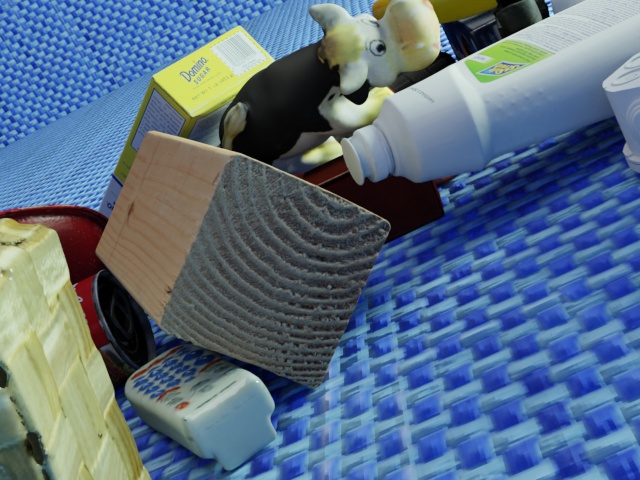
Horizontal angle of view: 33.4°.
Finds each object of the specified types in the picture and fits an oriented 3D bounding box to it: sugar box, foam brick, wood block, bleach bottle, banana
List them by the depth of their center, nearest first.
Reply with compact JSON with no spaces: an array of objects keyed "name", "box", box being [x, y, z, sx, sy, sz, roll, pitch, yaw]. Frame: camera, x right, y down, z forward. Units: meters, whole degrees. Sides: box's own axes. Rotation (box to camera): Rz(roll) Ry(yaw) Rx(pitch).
[{"name":"wood block","box":[-0.054,0.000,0.592,0.091,0.090,0.206,-67,22,0]},{"name":"bleach bottle","box":[0.128,-0.093,0.620,0.250,0.068,0.103,-23,20,-10]},{"name":"foam brick","box":[0.033,-0.030,0.672,0.078,0.051,0.053,-25,16,10]},{"name":"sugar box","box":[-0.102,-0.070,0.780,0.093,0.048,0.176,-39,-7,-40]},{"name":"banana","box":[0.120,-0.202,0.811,0.198,0.069,0.037,-21,54,55]}]

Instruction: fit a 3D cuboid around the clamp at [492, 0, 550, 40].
[{"name":"clamp","box":[0.135,-0.164,0.733,0.039,0.120,0.171,-15,-21,16]}]
